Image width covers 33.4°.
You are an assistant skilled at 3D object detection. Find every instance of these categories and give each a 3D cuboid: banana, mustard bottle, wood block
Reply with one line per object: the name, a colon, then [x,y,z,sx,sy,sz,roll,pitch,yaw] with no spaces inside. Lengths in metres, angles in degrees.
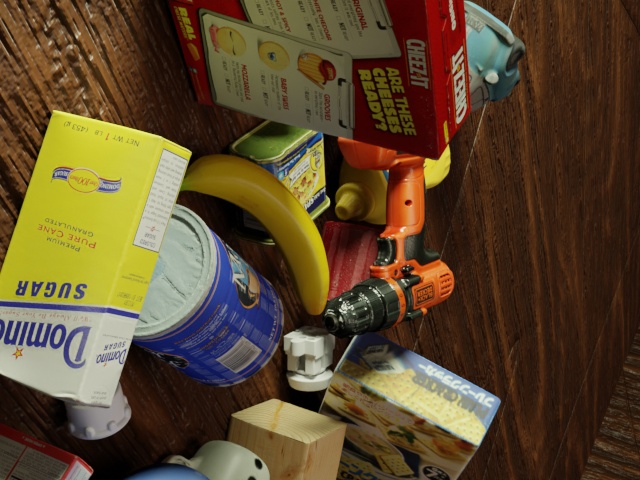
banana: [-0.045,-0.014,0.883,0.070,0.037,0.197,-43,122,8]
mustard bottle: [0.070,-0.072,1.133,0.191,0.058,0.096,-42,117,-46]
wood block: [-0.049,0.275,1.060,0.090,0.090,0.206,-7,109,-63]

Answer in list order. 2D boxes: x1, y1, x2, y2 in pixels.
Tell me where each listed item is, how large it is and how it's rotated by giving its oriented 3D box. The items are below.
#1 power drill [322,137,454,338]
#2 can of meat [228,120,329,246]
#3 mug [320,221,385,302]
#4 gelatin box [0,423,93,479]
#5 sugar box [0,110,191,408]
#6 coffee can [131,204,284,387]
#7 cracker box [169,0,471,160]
power drill: [0.060,-0.010,1.012,0.184,0.057,0.188,-17,107,-51]
can of meat: [-0.036,-0.056,0.941,0.101,0.058,0.084,-43,138,-47]
mug: [0.045,0.030,1.101,0.117,0.093,0.081,15,85,-33]
gelatin box: [-0.206,0.174,0.707,0.089,0.073,0.030,-61,151,-25]
sugar box: [-0.156,0.011,0.694,0.048,0.093,0.176,28,78,-63]
coffee can: [-0.100,0.045,0.815,0.103,0.103,0.140,-68,154,-14]
cracker box: [-0.004,-0.160,0.764,0.072,0.214,0.164,-55,148,-35]
